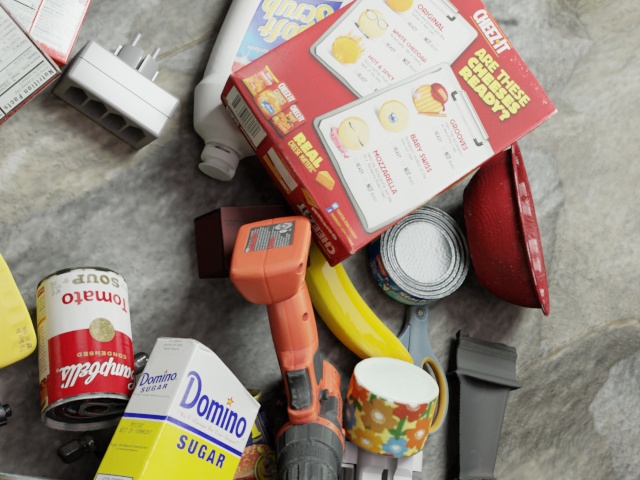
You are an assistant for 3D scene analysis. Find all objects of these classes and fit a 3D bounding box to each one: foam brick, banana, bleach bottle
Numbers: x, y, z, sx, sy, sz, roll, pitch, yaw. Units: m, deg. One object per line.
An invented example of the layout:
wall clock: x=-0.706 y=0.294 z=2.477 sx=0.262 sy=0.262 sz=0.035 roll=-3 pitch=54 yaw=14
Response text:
foam brick: x=-0.056 y=0.001 z=0.870 sx=0.078 sy=0.051 sz=0.053 roll=-1 pitch=81 yaw=-29
banana: x=0.018 y=0.030 z=0.906 sx=0.069 sy=0.037 sz=0.198 roll=-20 pitch=88 yaw=-14
bleach bottle: x=-0.036 y=-0.163 z=0.903 sx=0.102 sy=0.068 sz=0.250 roll=28 pitch=72 yaw=-21

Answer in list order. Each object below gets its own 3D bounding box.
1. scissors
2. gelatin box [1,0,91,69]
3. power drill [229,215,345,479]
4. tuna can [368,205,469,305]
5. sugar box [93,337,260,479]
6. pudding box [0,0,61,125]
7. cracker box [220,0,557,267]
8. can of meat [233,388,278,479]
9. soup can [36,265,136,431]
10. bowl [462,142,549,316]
scissors: x=0.070 y=0.073 z=0.948 sx=0.096 sy=0.016 sz=0.202 roll=-2 pitch=80 yaw=-27
gelatin box: x=-0.218 y=-0.185 z=0.824 sx=0.073 sy=0.030 sz=0.089 roll=24 pitch=71 yaw=-22
power drill: x=-0.021 y=0.089 z=0.787 sx=0.057 sy=0.184 sz=0.187 roll=-9 pitch=113 yaw=3
tuna can: x=0.086 y=0.014 z=0.943 sx=0.086 sy=0.034 sz=0.086 roll=6 pitch=72 yaw=-18
sugar box: x=-0.104 y=0.162 z=0.716 sx=0.093 sy=0.048 sz=0.176 roll=55 pitch=47 yaw=-42
pudding box: x=-0.257 y=-0.136 z=0.769 sx=0.090 sy=0.039 sz=0.113 roll=-41 pitch=109 yaw=-6
cracker box: x=0.053 y=-0.105 z=0.846 sx=0.213 sy=0.072 sz=0.164 roll=-34 pitch=89 yaw=-18
can of meat: x=-0.080 y=0.174 z=0.825 sx=0.101 sy=0.058 sz=0.084 roll=-24 pitch=96 yaw=-29
soup can: x=-0.168 y=0.078 z=0.769 sx=0.068 sy=0.069 sz=0.102 roll=5 pitch=59 yaw=-28
bowl: x=0.165 y=-0.007 z=0.963 sx=0.055 sy=0.162 sz=0.162 roll=-10 pitch=90 yaw=15
